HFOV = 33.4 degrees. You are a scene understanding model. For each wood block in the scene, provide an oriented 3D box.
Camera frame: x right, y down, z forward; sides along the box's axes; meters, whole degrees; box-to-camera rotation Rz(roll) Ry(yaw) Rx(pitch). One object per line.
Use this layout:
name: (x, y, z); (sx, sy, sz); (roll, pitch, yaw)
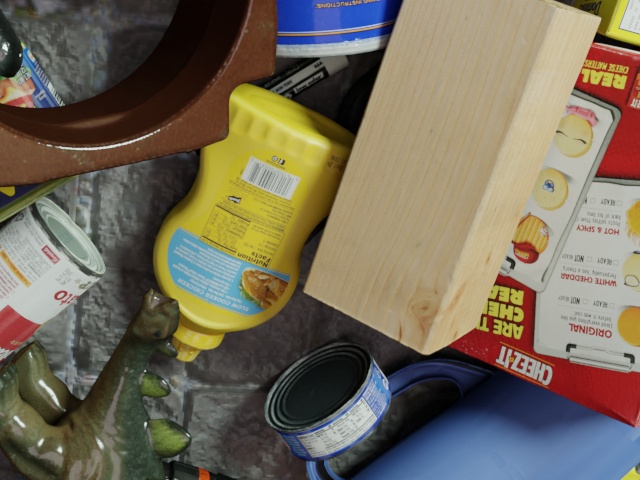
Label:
wood block: (0.077, -0.050, 0.632); (0.091, 0.090, 0.206); (26, 109, 23)

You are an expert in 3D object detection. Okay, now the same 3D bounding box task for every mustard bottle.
mustard bottle: (-0.054, 0.001, 0.691); (0.096, 0.058, 0.192); (23, 114, -9)

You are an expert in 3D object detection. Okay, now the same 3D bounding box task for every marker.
marker: (-0.037, -0.091, 0.690); (0.121, 0.020, 0.020); (-31, 113, 1)

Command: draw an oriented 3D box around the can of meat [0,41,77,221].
can of meat: (-0.200, -0.061, 0.649); (0.102, 0.057, 0.084); (-30, 110, 0)

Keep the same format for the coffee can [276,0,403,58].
coffee can: (-0.004, -0.185, 0.616); (0.102, 0.103, 0.140); (-7, 111, -9)

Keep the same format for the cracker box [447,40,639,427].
cracker box: (0.167, -0.016, 0.678); (0.071, 0.164, 0.214); (-8, 115, -53)

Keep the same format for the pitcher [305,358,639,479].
pitcher: (0.118, 0.160, 0.767); (0.243, 0.145, 0.149); (-39, 126, 1)

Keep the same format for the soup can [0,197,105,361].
soup can: (-0.196, 0.028, 0.676); (0.102, 0.068, 0.068); (-39, 113, 4)

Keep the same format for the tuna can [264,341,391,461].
tuna can: (0.006, 0.111, 0.740); (0.086, 0.086, 0.033); (-33, 115, 2)
